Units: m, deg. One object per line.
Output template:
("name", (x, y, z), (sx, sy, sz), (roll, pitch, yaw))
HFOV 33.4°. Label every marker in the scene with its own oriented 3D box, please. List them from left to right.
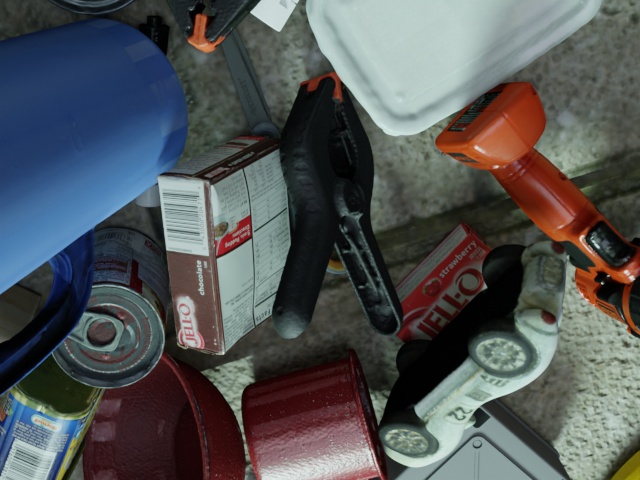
("marker", (-0.107, -0.081, 0.675), (0.020, 0.020, 0.121), (2, 110, -7))

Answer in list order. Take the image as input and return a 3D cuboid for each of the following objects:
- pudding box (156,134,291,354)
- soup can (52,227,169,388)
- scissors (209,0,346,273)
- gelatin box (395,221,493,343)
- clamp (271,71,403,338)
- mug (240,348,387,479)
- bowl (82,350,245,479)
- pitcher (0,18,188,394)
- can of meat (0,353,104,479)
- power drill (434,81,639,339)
("pudding box", (-0.054, 0.001, 0.654), (0.039, 0.089, 0.113), (10, 115, 26))
("soup can", (-0.130, 0.039, 0.672), (0.068, 0.102, 0.068), (-2, 111, -5))
("scissors", (-0.048, -0.050, 0.694), (0.096, 0.016, 0.201), (-34, 110, 7))
("gelatin box", (0.094, 0.044, 0.735), (0.073, 0.030, 0.089), (41, 101, -17))
("clamp", (0.013, -0.016, 0.672), (0.039, 0.120, 0.171), (-5, 75, 31))
("mug", (-0.002, 0.140, 0.728), (0.081, 0.093, 0.117), (-15, 98, 5))
("bowl", (-0.097, 0.146, 0.708), (0.055, 0.162, 0.162), (1, 113, -39))
("pitcher", (-0.172, -0.030, 0.561), (0.145, 0.242, 0.149), (31, 124, 13))
("can of meat", (-0.175, 0.112, 0.689), (0.057, 0.102, 0.084), (24, 114, -5))
("power drill", (0.160, -0.012, 0.650), (0.057, 0.184, 0.187), (-44, 100, -2))
